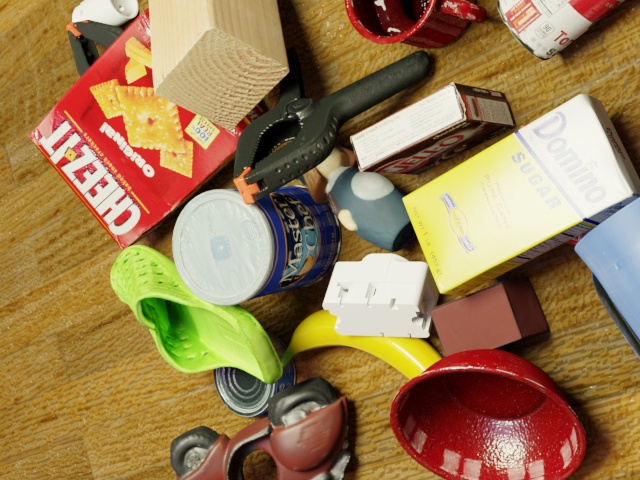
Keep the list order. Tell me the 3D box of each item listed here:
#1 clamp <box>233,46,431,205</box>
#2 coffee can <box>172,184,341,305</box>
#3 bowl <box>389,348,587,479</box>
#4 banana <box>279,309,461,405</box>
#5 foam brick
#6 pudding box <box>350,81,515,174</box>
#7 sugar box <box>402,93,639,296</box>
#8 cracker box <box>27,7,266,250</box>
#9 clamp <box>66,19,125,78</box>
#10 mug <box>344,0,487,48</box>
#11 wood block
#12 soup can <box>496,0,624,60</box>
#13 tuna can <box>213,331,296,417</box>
[{"bbox_3d":[-0.019,-0.112,0.960,0.165,0.209,0.036,15,142,41],"label":"clamp"},{"bbox_3d":[-0.057,0.001,0.994,0.103,0.140,0.103,3,96,27],"label":"coffee can"},{"bbox_3d":[0.142,0.141,0.888,0.162,0.055,0.162,11,134,11],"label":"bowl"},{"bbox_3d":[0.047,0.100,0.998,0.198,0.037,0.069,8,103,36],"label":"banana"},{"bbox_3d":[0.144,0.068,0.912,0.078,0.052,0.051,-25,78,35],"label":"foam brick"},{"bbox_3d":[0.096,-0.093,0.915,0.114,0.089,0.039,-27,76,34],"label":"pudding box"},{"bbox_3d":[0.159,-0.034,0.853,0.176,0.048,0.093,-32,68,30],"label":"sugar box"},{"bbox_3d":[-0.179,-0.115,1.101,0.214,0.072,0.164,-38,92,31],"label":"cracker box"},{"bbox_3d":[-0.204,-0.178,1.151,0.120,0.039,0.171,-35,91,25],"label":"clamp"},{"bbox_3d":[0.090,-0.207,0.916,0.117,0.081,0.093,21,103,34],"label":"mug"},{"bbox_3d":[-0.101,-0.217,1.003,0.091,0.090,0.206,-41,42,32],"label":"wood block"},{"bbox_3d":[0.199,-0.200,0.845,0.102,0.068,0.068,-39,70,32],"label":"soup can"},{"bbox_3d":[-0.068,0.136,1.087,0.086,0.033,0.086,3,94,37],"label":"tuna can"}]
